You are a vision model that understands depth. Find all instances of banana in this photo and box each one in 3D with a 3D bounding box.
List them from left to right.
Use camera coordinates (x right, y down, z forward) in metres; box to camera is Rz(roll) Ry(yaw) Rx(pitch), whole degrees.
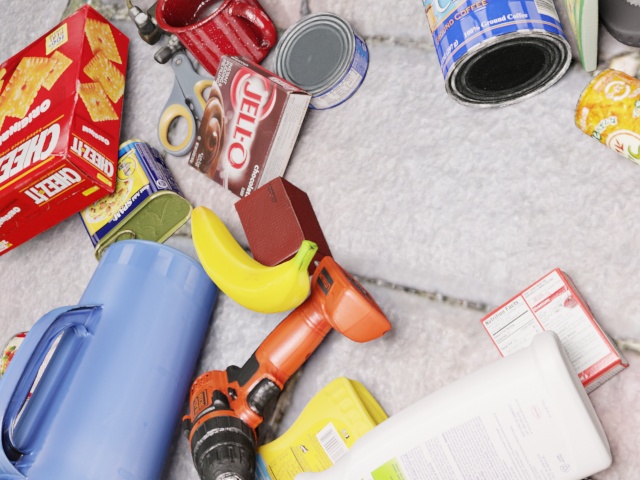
[{"bbox_3d":[-0.059,0.020,0.879,0.198,0.037,0.069,17,92,54],"label":"banana"}]

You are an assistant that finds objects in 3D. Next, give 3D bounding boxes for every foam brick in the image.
[{"bbox_3d":[-0.032,-0.007,0.933,0.053,0.051,0.078,-30,60,17],"label":"foam brick"}]

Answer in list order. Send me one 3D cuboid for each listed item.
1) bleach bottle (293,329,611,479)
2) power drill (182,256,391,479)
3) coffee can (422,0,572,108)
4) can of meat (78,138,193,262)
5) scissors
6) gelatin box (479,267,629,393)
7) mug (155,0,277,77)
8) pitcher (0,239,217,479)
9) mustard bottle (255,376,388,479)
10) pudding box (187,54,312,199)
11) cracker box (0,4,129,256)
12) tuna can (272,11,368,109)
[{"bbox_3d":[0.070,0.159,0.758,0.251,0.068,0.102,-25,94,14],"label":"bleach bottle"},{"bbox_3d":[-0.032,0.107,0.843,0.188,0.057,0.184,-44,19,4],"label":"power drill"},{"bbox_3d":[0.136,-0.194,0.869,0.103,0.102,0.140,-22,63,22],"label":"coffee can"},{"bbox_3d":[-0.185,-0.036,1.031,0.102,0.057,0.084,-41,55,11],"label":"can of meat"},{"bbox_3d":[-0.151,-0.160,1.078,0.096,0.016,0.202,-43,57,4],"label":"scissors"},{"bbox_3d":[0.173,0.076,0.795,0.073,0.030,0.089,-38,58,15],"label":"gelatin box"},{"bbox_3d":[-0.087,-0.206,1.008,0.117,0.081,0.093,15,68,39],"label":"mug"},{"bbox_3d":[-0.178,0.118,0.892,0.145,0.149,0.242,20,60,-5],"label":"pitcher"},{"bbox_3d":[-0.023,0.202,0.849,0.192,0.058,0.096,-41,63,12],"label":"mustard bottle"},{"bbox_3d":[-0.066,-0.101,0.973,0.090,0.039,0.113,33,114,34],"label":"pudding box"},{"bbox_3d":[-0.277,-0.112,1.066,0.164,0.072,0.213,-26,45,27],"label":"cracker box"},{"bbox_3d":[0.001,-0.164,0.980,0.086,0.033,0.086,-11,68,27],"label":"tuna can"}]
